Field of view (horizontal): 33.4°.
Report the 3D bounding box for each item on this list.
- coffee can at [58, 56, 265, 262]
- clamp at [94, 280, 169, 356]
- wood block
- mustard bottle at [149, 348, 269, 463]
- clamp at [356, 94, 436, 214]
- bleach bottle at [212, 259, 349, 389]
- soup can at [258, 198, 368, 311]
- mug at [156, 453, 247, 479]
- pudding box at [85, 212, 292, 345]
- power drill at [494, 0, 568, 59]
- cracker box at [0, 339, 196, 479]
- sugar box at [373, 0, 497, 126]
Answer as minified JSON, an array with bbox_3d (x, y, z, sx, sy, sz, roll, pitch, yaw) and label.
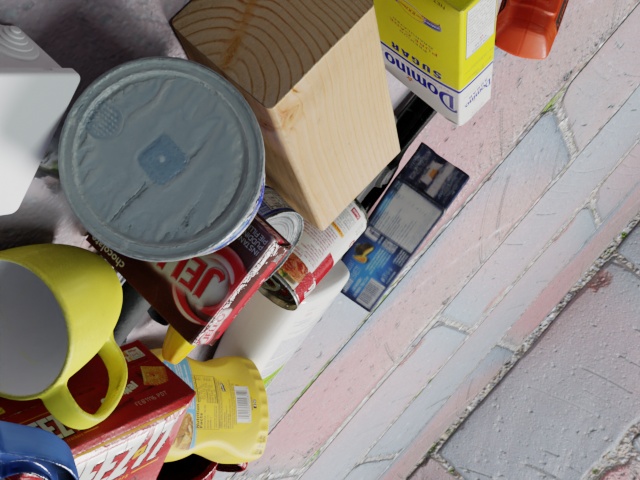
[{"bbox_3d":[-0.082,-0.040,0.598,0.103,0.103,0.140,-47,-178,-2],"label":"coffee can"},{"bbox_3d":[-0.117,0.016,0.785,0.172,0.039,0.120,-63,174,28],"label":"clamp"},{"bbox_3d":[-0.014,-0.098,0.717,0.090,0.090,0.206,-45,160,-8],"label":"wood block"},{"bbox_3d":[-0.127,0.143,0.924,0.058,0.096,0.191,-17,160,36],"label":"mustard bottle"},{"bbox_3d":[0.048,-0.070,0.974,0.164,0.036,0.210,-33,160,-56],"label":"clamp"},{"bbox_3d":[-0.067,0.111,1.054,0.102,0.068,0.251,-22,150,-51],"label":"bleach bottle"},{"bbox_3d":[-0.015,0.001,0.925,0.102,0.068,0.068,-48,162,-20],"label":"soup can"},{"bbox_3d":[-0.128,0.205,1.035,0.081,0.117,0.093,100,-2,-65],"label":"mug"},{"bbox_3d":[-0.088,0.001,0.713,0.090,0.114,0.039,-51,158,7],"label":"pudding box"},{"bbox_3d":[0.186,-0.230,0.860,0.188,0.057,0.184,97,15,-65],"label":"power drill"},{"bbox_3d":[-0.189,0.188,0.725,0.163,0.072,0.214,-19,140,-56],"label":"cracker box"},{"bbox_3d":[0.084,-0.161,0.800,0.048,0.093,0.176,-43,160,-12],"label":"sugar box"}]
